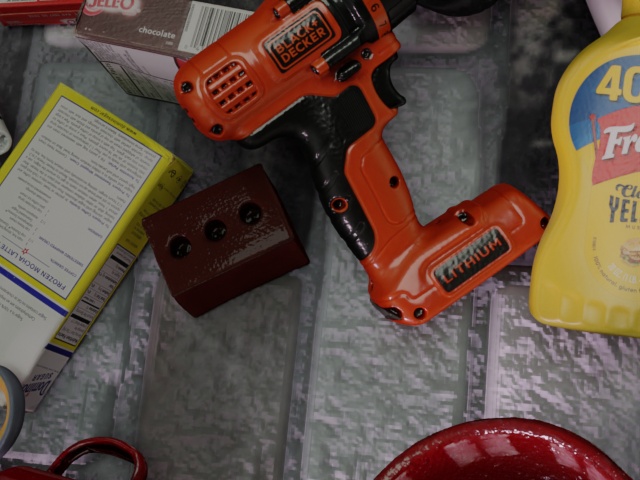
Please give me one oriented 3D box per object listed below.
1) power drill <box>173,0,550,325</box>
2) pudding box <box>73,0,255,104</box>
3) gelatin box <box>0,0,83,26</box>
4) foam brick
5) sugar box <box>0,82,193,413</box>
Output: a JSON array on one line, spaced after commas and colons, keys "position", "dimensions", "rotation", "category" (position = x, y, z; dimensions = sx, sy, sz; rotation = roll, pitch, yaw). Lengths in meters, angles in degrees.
[{"position": [0.043, -0.065, 0.567], "dimensions": [0.184, 0.057, 0.187], "rotation": [-35, 102, -2], "category": "power drill"}, {"position": [-0.076, -0.108, 0.629], "dimensions": [0.113, 0.090, 0.039], "rotation": [15, 79, 13], "category": "pudding box"}, {"position": [-0.174, -0.186, 0.701], "dimensions": [0.073, 0.030, 0.089], "rotation": [0, 75, 9], "category": "gelatin box"}, {"position": [-0.054, 0.001, 0.614], "dimensions": [0.078, 0.051, 0.053], "rotation": [-26, 71, 3], "category": "foam brick"}, {"position": [-0.164, 0.004, 0.638], "dimensions": [0.093, 0.048, 0.176], "rotation": [32, 86, 17], "category": "sugar box"}]
